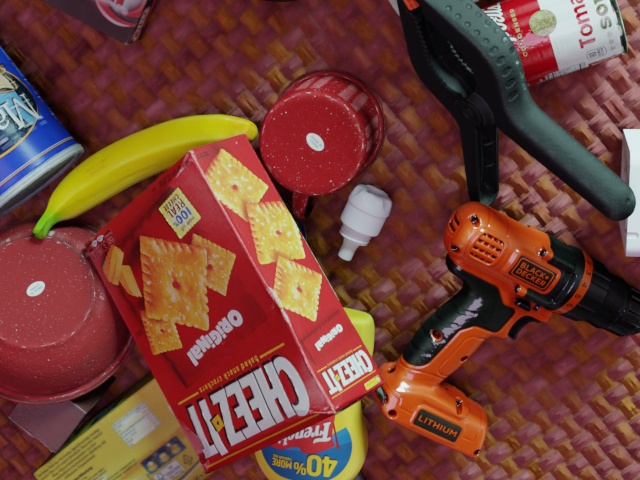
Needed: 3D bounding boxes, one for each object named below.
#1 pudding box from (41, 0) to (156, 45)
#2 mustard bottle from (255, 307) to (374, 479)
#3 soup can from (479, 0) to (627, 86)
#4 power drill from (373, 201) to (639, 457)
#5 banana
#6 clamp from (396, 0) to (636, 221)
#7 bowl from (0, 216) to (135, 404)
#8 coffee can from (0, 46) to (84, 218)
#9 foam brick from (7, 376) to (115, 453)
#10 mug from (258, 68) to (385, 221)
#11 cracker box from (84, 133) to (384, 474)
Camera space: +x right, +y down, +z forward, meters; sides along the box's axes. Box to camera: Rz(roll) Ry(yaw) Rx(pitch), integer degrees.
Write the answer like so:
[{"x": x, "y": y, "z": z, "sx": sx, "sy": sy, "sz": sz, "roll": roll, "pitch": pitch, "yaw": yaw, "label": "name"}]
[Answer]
[{"x": -0.177, "y": -0.219, "z": 0.834, "sx": 0.113, "sy": 0.039, "sz": 0.090, "roll": 28, "pitch": 109, "yaw": 2, "label": "pudding box"}, {"x": -0.008, "y": 0.151, "z": 0.884, "sx": 0.096, "sy": 0.058, "sz": 0.192, "roll": 5, "pitch": 100, "yaw": 14, "label": "mustard bottle"}, {"x": 0.164, "y": -0.151, "z": 0.776, "sx": 0.102, "sy": 0.068, "sz": 0.068, "roll": -17, "pitch": 102, "yaw": 14, "label": "soup can"}, {"x": 0.142, "y": 0.078, "z": 0.835, "sx": 0.184, "sy": 0.057, "sz": 0.188, "roll": 27, "pitch": 109, "yaw": -16, "label": "power drill"}, {"x": -0.141, "y": -0.060, "z": 0.859, "sx": 0.198, "sy": 0.069, "sz": 0.037, "roll": -26, "pitch": 136, "yaw": 9, "label": "banana"}, {"x": 0.113, "y": -0.095, "z": 0.752, "sx": 0.036, "sy": 0.165, "sz": 0.210, "roll": -44, "pitch": 106, "yaw": -20, "label": "clamp"}, {"x": -0.226, "y": 0.048, "z": 0.865, "sx": 0.162, "sy": 0.055, "sz": 0.162, "roll": 2, "pitch": 72, "yaw": -5, "label": "bowl"}, {"x": -0.273, "y": -0.096, "z": 0.851, "sx": 0.103, "sy": 0.102, "sz": 0.140, "roll": -36, "pitch": 96, "yaw": 17, "label": "coffee can"}, {"x": -0.222, "y": 0.136, "z": 0.919, "sx": 0.053, "sy": 0.078, "sz": 0.051, "roll": 39, "pitch": 106, "yaw": -2, "label": "foam brick"}, {"x": -0.004, "y": -0.070, "z": 0.821, "sx": 0.093, "sy": 0.081, "sz": 0.117, "roll": 19, "pitch": 108, "yaw": 4, "label": "mug"}, {"x": -0.073, "y": 0.053, "z": 0.812, "sx": 0.164, "sy": 0.071, "sz": 0.214, "roll": -33, "pitch": 83, "yaw": 42, "label": "cracker box"}]
